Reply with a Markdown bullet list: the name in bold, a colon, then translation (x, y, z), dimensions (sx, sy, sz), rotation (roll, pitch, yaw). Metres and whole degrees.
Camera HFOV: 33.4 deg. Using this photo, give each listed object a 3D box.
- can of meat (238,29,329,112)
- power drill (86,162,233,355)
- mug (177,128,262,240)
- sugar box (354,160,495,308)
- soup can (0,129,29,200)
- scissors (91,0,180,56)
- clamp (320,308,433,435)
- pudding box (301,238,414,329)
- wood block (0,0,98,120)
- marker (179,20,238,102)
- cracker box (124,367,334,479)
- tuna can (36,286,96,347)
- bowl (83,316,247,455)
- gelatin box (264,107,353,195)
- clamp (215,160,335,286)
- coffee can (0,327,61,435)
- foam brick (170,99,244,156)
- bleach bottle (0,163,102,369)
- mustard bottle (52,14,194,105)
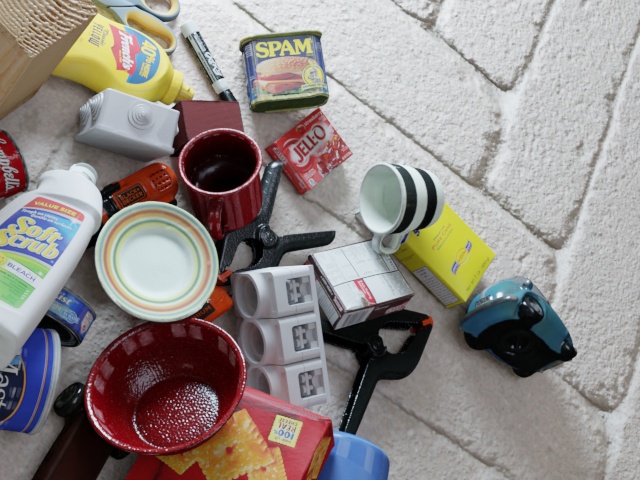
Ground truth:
- **can of meat**: translation (-0.043, -0.203, 1.292), dimensions (0.102, 0.057, 0.084), rotation (-7, 81, -10)
- **power drill**: translation (-0.194, 0.027, 1.138), dimensions (0.184, 0.057, 0.187), rotation (-34, 95, -32)
- **mug**: translation (-0.108, -0.054, 1.182), dimensions (0.093, 0.081, 0.117), rotation (1, 57, 3)
- **sugar box**: translation (0.135, -0.008, 1.359), dimensions (0.176, 0.048, 0.093), rotation (45, 57, -13)
- **soup can**: translation (-0.352, -0.063, 1.062), dimensions (0.102, 0.069, 0.068), rotation (-26, 89, -34)
- **scissors**: translation (-0.243, -0.292, 1.234), dimensions (0.201, 0.016, 0.096), rotation (37, 57, -17)
- **clamp**: translation (0.059, 0.141, 1.266), dimensions (0.209, 0.036, 0.164), rotation (-12, 73, -36)
- **pudding box**: translation (0.044, 0.049, 1.272), dimensions (0.113, 0.039, 0.090), rotation (-12, 59, -38)
- **wood block**: translation (-0.310, -0.192, 1.044), dimensions (0.090, 0.206, 0.090), rotation (49, 56, -9)
- **marker**: translation (-0.131, -0.206, 1.274), dimensions (0.020, 0.020, 0.121), rotation (-30, 91, -35)
- **cracker box**: translation (-0.104, 0.249, 1.065), dimensions (0.164, 0.072, 0.213), rotation (19, 57, 18)
- **tuna can**: translation (-0.269, 0.071, 1.060), dimensions (0.086, 0.086, 0.033), rotation (35, 61, -18)
- **bowl**: translation (-0.148, 0.155, 1.057), dimensions (0.162, 0.055, 0.162), rotation (-5, 47, 5)
- **gelatin box**: translation (-0.013, -0.109, 1.309), dimensions (0.089, 0.030, 0.073), rotation (-41, 98, -34)
- **clamp**: translation (-0.058, 0.002, 1.242), dimensions (0.120, 0.039, 0.171), rotation (41, 64, -9)
- **coffee can**: translation (-0.327, 0.121, 0.998), dimensions (0.140, 0.103, 0.103), rotation (14, 68, -27)
- **foam brick**: translation (-0.133, -0.128, 1.227), dimensions (0.078, 0.053, 0.051), rotation (-3, 76, -32)
- **bleach bottle**: translation (-0.279, 0.004, 1.008), dimensions (0.102, 0.068, 0.250), rotation (28, 40, -7)
- **mustard bottle**: translation (-0.228, -0.199, 1.187), dimensions (0.191, 0.058, 0.096), rotation (24, 48, -24)
